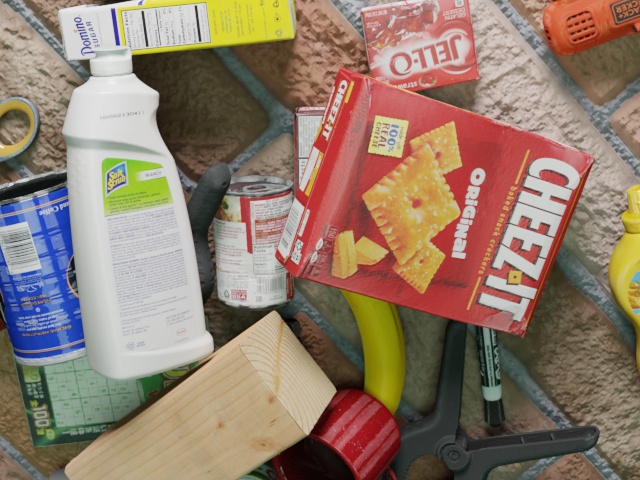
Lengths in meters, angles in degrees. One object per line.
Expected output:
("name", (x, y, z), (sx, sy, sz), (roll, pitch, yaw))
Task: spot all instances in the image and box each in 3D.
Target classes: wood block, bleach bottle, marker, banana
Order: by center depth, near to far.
("bleach bottle", (-0.143, -0.023, 0.826), (0.102, 0.068, 0.251), (-15, 110, -36))
("wood block", (-0.101, 0.160, 0.895), (0.206, 0.090, 0.090), (-36, 92, 23))
("banana", (0.040, 0.079, 0.944), (0.070, 0.037, 0.198), (-14, 104, 31))
("marker", (0.152, 0.111, 0.959), (0.020, 0.020, 0.121), (-8, 105, 2))

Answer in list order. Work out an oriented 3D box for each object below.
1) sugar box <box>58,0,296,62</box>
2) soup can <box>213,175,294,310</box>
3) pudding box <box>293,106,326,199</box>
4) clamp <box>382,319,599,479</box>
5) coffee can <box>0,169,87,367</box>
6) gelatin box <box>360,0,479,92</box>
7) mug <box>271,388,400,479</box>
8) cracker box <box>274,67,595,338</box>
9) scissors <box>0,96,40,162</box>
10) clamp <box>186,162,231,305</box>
("sugar box", (-0.108, -0.173, 0.844), (0.176, 0.093, 0.048), (-8, 105, 3))
("soup can", (-0.056, 0.001, 0.904), (0.068, 0.068, 0.102), (-1, 106, 0))
("pudding box", (0.034, -0.066, 0.901), (0.113, 0.039, 0.090), (1, 106, 1))
("clamp", (0.132, 0.188, 0.957), (0.164, 0.036, 0.210), (35, 110, 4))
("coffee can", (-0.225, 0.021, 0.892), (0.103, 0.103, 0.140), (-13, 105, 4))
("gelatin box", (0.082, -0.161, 0.878), (0.089, 0.030, 0.073), (-10, 105, 3))
("mug", (0.026, 0.192, 0.932), (0.117, 0.081, 0.093), (48, 134, 2))
("cracker box", (0.092, -0.027, 0.855), (0.213, 0.072, 0.164), (16, 101, -20))
("scissors", (-0.298, -0.051, 0.918), (0.096, 0.016, 0.202), (12, 105, -3))
("clamp", (-0.125, -0.011, 0.904), (0.039, 0.120, 0.172), (-11, 126, -36))
